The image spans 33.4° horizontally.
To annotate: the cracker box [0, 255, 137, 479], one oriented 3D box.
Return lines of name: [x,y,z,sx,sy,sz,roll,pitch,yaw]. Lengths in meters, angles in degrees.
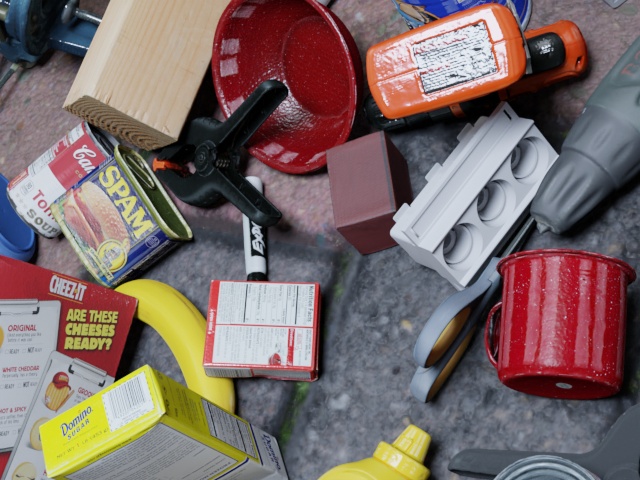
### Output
cracker box: [-0.246,0.126,0.833,0.072,0.164,0.213,10,81,32]

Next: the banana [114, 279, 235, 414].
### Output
banana: [-0.120,0.085,0.888,0.198,0.037,0.070,37,105,38]

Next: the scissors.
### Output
scissors: [0.118,0.024,0.756,0.016,0.096,0.201,29,85,22]

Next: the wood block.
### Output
wood block: [-0.142,-0.195,0.960,0.090,0.090,0.206,-4,62,63]

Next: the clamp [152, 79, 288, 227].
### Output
clamp: [-0.085,-0.060,0.916,0.172,0.039,0.120,-16,68,49]

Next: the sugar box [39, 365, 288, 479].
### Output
sugar box: [-0.105,0.151,0.755,0.093,0.176,0.048,-29,57,12]

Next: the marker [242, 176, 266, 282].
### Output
marker: [-0.056,0.001,0.902,0.020,0.020,0.121,-17,59,20]

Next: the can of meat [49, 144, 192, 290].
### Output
can of meat: [-0.177,-0.019,0.942,0.084,0.057,0.102,-37,78,11]

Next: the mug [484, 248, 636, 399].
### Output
mug: [0.154,0.061,0.722,0.117,0.093,0.081,-16,60,51]

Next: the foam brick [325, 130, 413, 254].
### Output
foam brick: [0.041,-0.037,0.849,0.051,0.053,0.078,-18,57,19]

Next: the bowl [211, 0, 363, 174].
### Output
bowl: [-0.017,-0.141,0.903,0.162,0.055,0.162,19,120,36]

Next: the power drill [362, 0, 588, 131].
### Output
power drill: [0.096,-0.122,0.786,0.185,0.187,0.057,-18,91,21]

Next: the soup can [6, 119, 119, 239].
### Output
soup can: [-0.234,-0.057,0.999,0.102,0.068,0.068,-38,54,7]

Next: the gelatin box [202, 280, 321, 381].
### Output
gelatin box: [-0.045,0.070,0.837,0.089,0.030,0.073,2,64,2]

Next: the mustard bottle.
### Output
mustard bottle: [0.020,0.212,0.729,0.096,0.058,0.191,25,79,41]
